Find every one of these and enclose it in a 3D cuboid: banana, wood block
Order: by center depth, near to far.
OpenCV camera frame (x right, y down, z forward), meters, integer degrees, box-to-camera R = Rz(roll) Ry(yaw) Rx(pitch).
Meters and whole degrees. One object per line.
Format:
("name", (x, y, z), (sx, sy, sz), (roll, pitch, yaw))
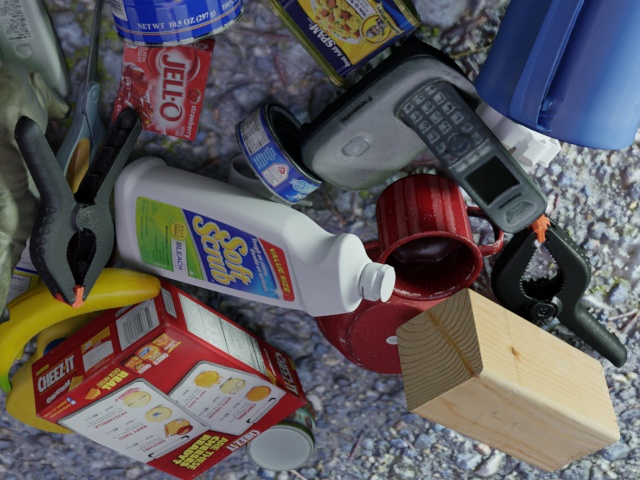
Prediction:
("banana", (-0.235, 0.066, 0.952), (0.198, 0.037, 0.069), (-31, 127, 21))
("wood block", (0.177, 0.134, 0.996), (0.205, 0.091, 0.090), (29, 131, -35))

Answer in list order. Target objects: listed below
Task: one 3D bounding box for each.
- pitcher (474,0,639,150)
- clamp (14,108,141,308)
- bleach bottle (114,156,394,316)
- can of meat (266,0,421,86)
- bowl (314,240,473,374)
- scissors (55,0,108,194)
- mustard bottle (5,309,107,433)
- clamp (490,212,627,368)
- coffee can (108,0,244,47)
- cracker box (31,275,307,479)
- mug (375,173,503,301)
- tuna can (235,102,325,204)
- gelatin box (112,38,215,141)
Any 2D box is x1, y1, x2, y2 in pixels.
("pitcher", (0.210, -0.195, 0.783), (0.144, 0.149, 0.243), (6, 121, -19))
("clamp", (-0.196, -0.031, 0.886), (0.120, 0.039, 0.171), (-19, 124, -40))
("bleach bottle", (-0.056, 0.001, 0.911), (0.251, 0.068, 0.102), (14, 118, 24))
("can of meat", (0.019, -0.188, 0.848), (0.084, 0.057, 0.102), (-33, 119, 20))
("bowl", (0.072, 0.078, 1.039), (0.162, 0.055, 0.162), (1, 126, 1))
("scissors", (-0.192, -0.118, 0.917), (0.016, 0.096, 0.202), (17, 96, 13))
("mustard bottle", (-0.239, 0.112, 1.066), (0.096, 0.058, 0.192), (20, 123, -23))
("clamp", (0.205, 0.063, 1.036), (0.164, 0.036, 0.210), (-13, 128, 9))
("coffee can", (-0.119, -0.229, 0.792), (0.103, 0.103, 0.140), (-6, 125, 5))
("cracker box", (-0.144, 0.139, 1.035), (0.164, 0.072, 0.213), (-35, 137, 17))
("mug", (0.104, -0.007, 0.953), (0.117, 0.081, 0.093), (-6, 138, 2))
("tuna can", (-0.033, -0.075, 0.912), (0.034, 0.086, 0.086), (-34, 118, 20))
("gelatin box", (-0.133, -0.134, 0.905), (0.073, 0.030, 0.089), (12, 125, -8))
